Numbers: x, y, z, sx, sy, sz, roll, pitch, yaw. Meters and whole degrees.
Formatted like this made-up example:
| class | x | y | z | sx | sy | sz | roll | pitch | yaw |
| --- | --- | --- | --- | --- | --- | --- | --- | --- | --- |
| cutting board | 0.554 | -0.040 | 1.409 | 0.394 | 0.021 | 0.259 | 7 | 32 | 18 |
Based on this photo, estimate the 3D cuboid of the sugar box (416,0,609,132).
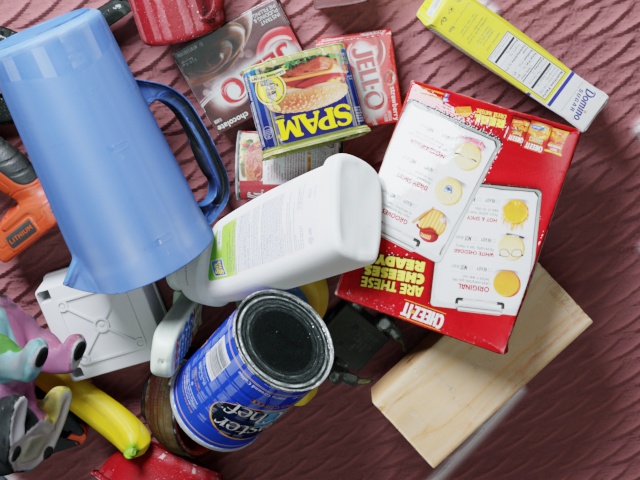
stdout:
| class | x | y | z | sx | sy | sz | roll | pitch | yaw |
| --- | --- | --- | --- | --- | --- | --- | --- | --- | --- |
| sugar box | 0.175 | -0.171 | 0.981 | 0.176 | 0.093 | 0.048 | 30 | 105 | -10 |

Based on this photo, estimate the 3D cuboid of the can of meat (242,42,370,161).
| class | x | y | z | sx | sy | sz | roll | pitch | yaw |
| --- | --- | --- | --- | --- | --- | --- | --- | --- | --- |
| can of meat | -0.015 | -0.126 | 0.970 | 0.102 | 0.057 | 0.084 | -15 | 91 | -7 |

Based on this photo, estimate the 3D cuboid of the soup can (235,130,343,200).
| class | x | y | z | sx | sy | sz | roll | pitch | yaw |
| --- | --- | --- | --- | --- | --- | --- | --- | --- | --- |
| soup can | -0.029 | -0.071 | 1.032 | 0.102 | 0.068 | 0.068 | 2 | 109 | 0 |

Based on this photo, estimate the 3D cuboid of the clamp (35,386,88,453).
| class | x | y | z | sx | sy | sz | roll | pitch | yaw |
| --- | --- | --- | --- | --- | --- | --- | --- | --- | --- |
| clamp | -0.339 | 0.196 | 1.145 | 0.171 | 0.039 | 0.120 | 25 | 107 | -8 |

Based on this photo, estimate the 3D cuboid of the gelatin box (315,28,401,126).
| class | x | y | z | sx | sy | sz | roll | pitch | yaw |
| --- | --- | --- | --- | --- | --- | --- | --- | --- | --- |
| gelatin box | 0.037 | -0.154 | 1.022 | 0.073 | 0.030 | 0.089 | -8 | 109 | 3 |

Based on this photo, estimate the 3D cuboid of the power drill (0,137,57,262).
| class | x | y | z | sx | sy | sz | roll | pitch | yaw |
| --- | --- | --- | --- | --- | --- | --- | --- | --- | --- |
| power drill | -0.345 | -0.066 | 1.029 | 0.185 | 0.057 | 0.187 | -30 | 115 | 32 |

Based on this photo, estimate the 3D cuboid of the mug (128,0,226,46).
| class | x | y | z | sx | sy | sz | roll | pitch | yaw |
| --- | --- | --- | --- | --- | --- | --- | --- | --- | --- |
| mug | -0.126 | -0.226 | 0.961 | 0.117 | 0.093 | 0.081 | 9 | 124 | 44 |

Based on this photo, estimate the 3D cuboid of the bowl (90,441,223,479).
| class | x | y | z | sx | sy | sz | roll | pitch | yaw |
| --- | --- | --- | --- | --- | --- | --- | --- | --- | --- |
| bowl | -0.156 | 0.252 | 1.120 | 0.162 | 0.162 | 0.055 | 26 | 80 | -8 |

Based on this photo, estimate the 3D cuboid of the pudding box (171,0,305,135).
| class | x | y | z | sx | sy | sz | roll | pitch | yaw |
| --- | --- | --- | --- | --- | --- | --- | --- | --- | --- |
| pudding box | -0.070 | -0.166 | 1.015 | 0.113 | 0.039 | 0.090 | -26 | 107 | 9 |

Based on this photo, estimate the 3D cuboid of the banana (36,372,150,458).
| class | x | y | z | sx | sy | sz | roll | pitch | yaw |
| --- | --- | --- | --- | --- | --- | --- | --- | --- | --- |
| banana | -0.236 | 0.170 | 1.102 | 0.198 | 0.069 | 0.037 | 29 | 75 | 31 |

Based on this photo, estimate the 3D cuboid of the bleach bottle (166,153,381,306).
| class | x | y | z | sx | sy | sz | roll | pitch | yaw |
| --- | --- | --- | --- | --- | --- | --- | --- | --- | --- |
| bleach bottle | -0.057 | 0.001 | 1.011 | 0.251 | 0.102 | 0.068 | -17 | 152 | 41 |

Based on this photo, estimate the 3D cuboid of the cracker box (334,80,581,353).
| class | x | y | z | sx | sy | sz | roll | pitch | yaw |
| --- | --- | --- | --- | --- | --- | --- | --- | --- | --- |
| cracker box | 0.128 | -0.021 | 0.988 | 0.164 | 0.072 | 0.214 | 19 | 87 | 14 |

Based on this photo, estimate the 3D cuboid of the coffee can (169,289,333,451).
| class | x | y | z | sx | sy | sz | roll | pitch | yaw |
| --- | --- | --- | --- | --- | --- | --- | --- | --- | --- |
| coffee can | -0.066 | 0.124 | 0.998 | 0.102 | 0.102 | 0.141 | 34 | 135 | -10 |

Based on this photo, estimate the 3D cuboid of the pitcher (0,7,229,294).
| class | x | y | z | sx | sy | sz | roll | pitch | yaw |
| --- | --- | --- | --- | --- | --- | --- | --- | --- | --- |
| pitcher | -0.194 | -0.086 | 0.978 | 0.145 | 0.149 | 0.243 | -14 | 111 | 19 |

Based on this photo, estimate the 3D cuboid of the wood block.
| class | x | y | z | sx | sy | sz | roll | pitch | yaw |
| --- | --- | --- | --- | --- | --- | --- | --- | --- | --- |
| wood block | 0.155 | 0.115 | 1.054 | 0.206 | 0.091 | 0.090 | -43 | 90 | 2 |
